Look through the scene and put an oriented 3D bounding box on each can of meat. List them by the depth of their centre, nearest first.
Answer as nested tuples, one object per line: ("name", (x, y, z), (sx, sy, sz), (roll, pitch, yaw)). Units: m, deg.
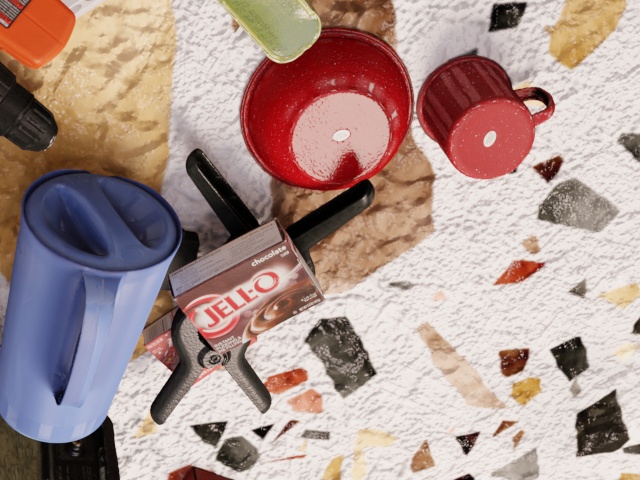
("can of meat", (-0.048, -0.199, 0.849), (0.057, 0.084, 0.102), (-38, 122, 12))

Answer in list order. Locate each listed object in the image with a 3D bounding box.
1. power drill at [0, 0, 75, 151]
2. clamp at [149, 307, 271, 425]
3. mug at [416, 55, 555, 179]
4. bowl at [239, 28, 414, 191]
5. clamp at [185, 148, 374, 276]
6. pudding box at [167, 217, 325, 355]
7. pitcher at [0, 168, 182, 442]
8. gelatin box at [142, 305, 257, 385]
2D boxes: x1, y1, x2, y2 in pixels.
("power drill", (-0.250, -0.142, 0.789), (0.184, 0.188, 0.057), (38, 63, -23))
("clamp", (-0.094, 0.109, 1.027), (0.120, 0.039, 0.172), (0, 123, -23))
("mug", (0.153, -0.109, 0.954), (0.117, 0.081, 0.093), (-13, 124, -5))
("bowl", (0.012, -0.102, 0.943), (0.162, 0.055, 0.162), (-6, 123, -10))
("clamp", (-0.056, 0.001, 0.979), (0.164, 0.036, 0.210), (16, 136, -6))
("pudding box", (-0.065, 0.042, 0.941), (0.113, 0.039, 0.090), (-29, 135, 3))
("pitcher", (-0.216, 0.072, 0.938), (0.145, 0.149, 0.243), (35, 127, 16))
("gelatin box", (-0.119, 0.095, 1.054), (0.089, 0.030, 0.073), (-34, 123, 10))
